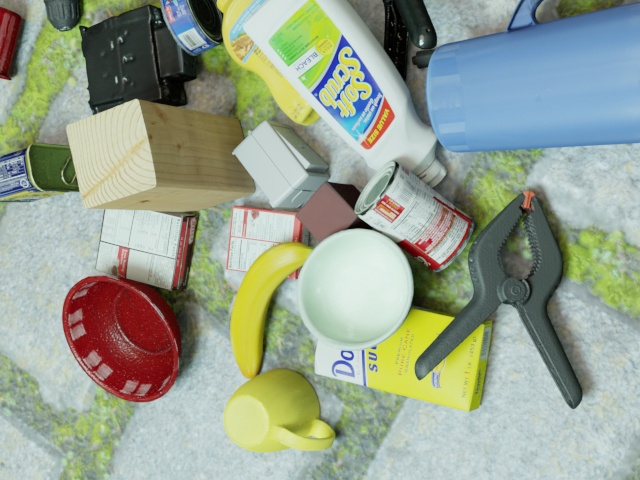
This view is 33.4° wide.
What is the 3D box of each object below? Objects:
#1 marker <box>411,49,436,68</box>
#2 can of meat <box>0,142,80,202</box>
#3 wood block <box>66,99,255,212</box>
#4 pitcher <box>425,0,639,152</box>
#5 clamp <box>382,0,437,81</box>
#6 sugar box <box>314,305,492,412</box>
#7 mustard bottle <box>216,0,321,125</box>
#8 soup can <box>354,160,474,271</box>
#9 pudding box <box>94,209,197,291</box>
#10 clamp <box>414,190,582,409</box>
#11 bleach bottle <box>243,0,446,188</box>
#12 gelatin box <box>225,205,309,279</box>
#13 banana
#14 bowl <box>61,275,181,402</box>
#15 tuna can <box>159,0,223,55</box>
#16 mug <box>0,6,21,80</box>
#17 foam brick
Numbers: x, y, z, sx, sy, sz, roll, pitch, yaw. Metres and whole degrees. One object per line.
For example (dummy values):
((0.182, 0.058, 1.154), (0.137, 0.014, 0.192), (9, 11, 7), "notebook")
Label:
((0.151, -0.192, 1.089), (0.121, 0.020, 0.020), (-4, 89, 25), "marker")
((-0.343, -0.078, 1.271), (0.084, 0.102, 0.057), (-12, 86, 26), "can of meat")
((-0.162, -0.084, 1.131), (0.091, 0.205, 0.090), (-15, 85, 23), "wood block")
((0.226, -0.158, 0.998), (0.243, 0.145, 0.149), (-4, 56, 27), "pitcher")
((0.086, -0.248, 1.077), (0.039, 0.120, 0.171), (-4, 87, -20), "clamp")
((0.084, 0.112, 1.108), (0.176, 0.048, 0.093), (10, 92, 22), "sugar box")
((-0.050, -0.220, 1.159), (0.192, 0.058, 0.096), (46, 106, 17), "mustard bottle")
((0.094, -0.024, 1.067), (0.102, 0.068, 0.068), (35, 107, -14), "soup can")
((-0.203, 0.004, 1.243), (0.114, 0.039, 0.090), (13, 96, 22), "pudding box")
((0.195, 0.058, 1.042), (0.164, 0.036, 0.210), (18, 79, -3), "clamp")
((0.041, -0.155, 1.070), (0.103, 0.068, 0.250), (-38, 104, 24), "bleach bottle")
((-0.058, 0.001, 1.181), (0.089, 0.030, 0.073), (7, 95, 24), "gelatin box")
((-0.060, 0.067, 1.153), (0.070, 0.037, 0.198), (43, 124, 17), "banana")
((-0.216, 0.103, 1.224), (0.162, 0.055, 0.162), (13, 118, 24), "bowl")
((-0.141, -0.251, 1.185), (0.034, 0.086, 0.086), (-19, 83, 22), "tuna can")
((-0.425, -0.250, 1.302), (0.093, 0.117, 0.081), (18, 93, 53), "mug")
((0.020, -0.025, 1.119), (0.051, 0.078, 0.053), (-47, 73, 16), "foam brick")
